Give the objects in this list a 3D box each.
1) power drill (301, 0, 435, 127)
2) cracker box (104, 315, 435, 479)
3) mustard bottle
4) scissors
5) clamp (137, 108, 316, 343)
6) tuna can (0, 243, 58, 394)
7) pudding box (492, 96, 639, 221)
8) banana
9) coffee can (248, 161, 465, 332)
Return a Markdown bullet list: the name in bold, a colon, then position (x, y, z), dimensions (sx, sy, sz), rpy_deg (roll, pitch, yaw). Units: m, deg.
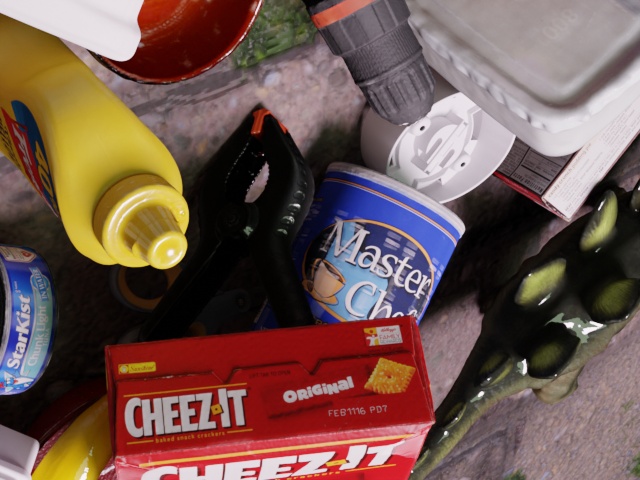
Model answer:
- **power drill**: position (0.064, -0.182, 0.610), dimensions (0.187, 0.057, 0.184), rpy_deg (-35, 107, -19)
- **cracker box**: position (-0.035, 0.129, 0.621), dimensions (0.164, 0.072, 0.214), rpy_deg (-5, 149, -10)
- **mustard bottle**: position (-0.115, -0.043, 0.510), dimensions (0.058, 0.192, 0.096), rpy_deg (-28, 134, -21)
- **scissors**: position (-0.070, 0.028, 0.722), dimensions (0.201, 0.016, 0.096), rpy_deg (-34, 105, -47)
- **clamp**: position (-0.054, 0.001, 0.658), dimensions (0.120, 0.171, 0.039), rpy_deg (-9, 147, 20)
- **tuna can**: position (-0.183, 0.044, 0.598), dimensions (0.033, 0.086, 0.086), rpy_deg (8, 114, -44)
- **pudding box**: position (0.188, -0.079, 0.805), dimensions (0.039, 0.090, 0.113), rpy_deg (33, 97, -28)
- **banana**: position (-0.168, 0.178, 0.666), dimensions (0.069, 0.037, 0.198), rpy_deg (-25, 142, -59)
- **coffee can**: position (0.022, 0.032, 0.718), dimensions (0.102, 0.103, 0.140), rpy_deg (34, 79, -48)
